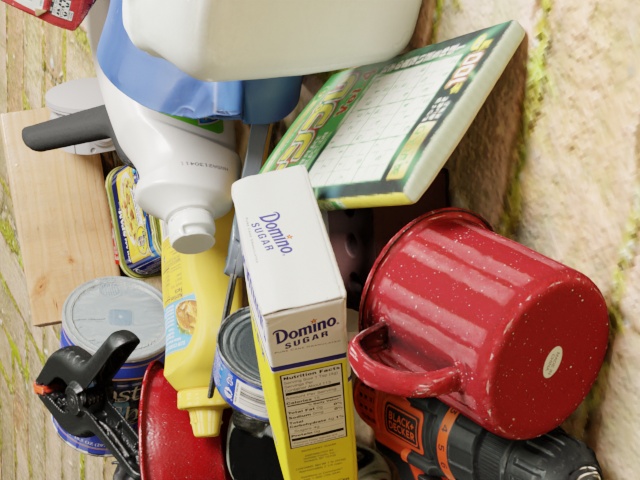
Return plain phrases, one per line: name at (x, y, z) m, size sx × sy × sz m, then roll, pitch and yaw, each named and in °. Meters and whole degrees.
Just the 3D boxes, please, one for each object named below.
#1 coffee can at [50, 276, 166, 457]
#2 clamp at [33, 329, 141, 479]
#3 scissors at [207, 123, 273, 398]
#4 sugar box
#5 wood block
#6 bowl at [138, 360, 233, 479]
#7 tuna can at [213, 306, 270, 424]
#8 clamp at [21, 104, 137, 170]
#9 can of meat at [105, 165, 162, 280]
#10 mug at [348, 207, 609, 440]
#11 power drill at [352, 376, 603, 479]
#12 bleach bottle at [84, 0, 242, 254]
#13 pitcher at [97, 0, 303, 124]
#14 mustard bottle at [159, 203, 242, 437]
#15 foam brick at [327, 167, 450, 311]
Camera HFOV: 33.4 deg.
coffee can at (-0.194, 0.118, 0.993) m, size 0.103 × 0.102 × 0.140 m, roll 56°, pitch 143°, yaw 38°
clamp at (-0.185, 0.137, 0.881) m, size 0.172 × 0.039 × 0.120 m, roll -13°, pitch 85°, yaw 54°
scissors at (-0.055, 0.001, 0.741) m, size 0.096 × 0.016 × 0.202 m, roll -82°, pitch 4°, yaw -68°
sugar box at (-0.012, 0.056, 0.562) m, size 0.176 × 0.048 × 0.093 m, roll 81°, pitch 174°, yaw -47°
wood block at (-0.255, -0.024, 1.061) m, size 0.091 × 0.090 × 0.206 m, roll 155°, pitch 105°, yaw -77°
bowl at (-0.097, 0.172, 0.841) m, size 0.162 × 0.055 × 0.162 m, roll -7°, pitch -90°, yaw -87°
tuna can at (-0.027, 0.080, 0.700) m, size 0.086 × 0.086 × 0.034 m, roll 50°, pitch 140°, yaw 43°
clamp at (-0.153, -0.104, 0.862) m, size 0.164 × 0.036 × 0.210 m, roll -51°, pitch 51°, yaw 3°
can of meat at (-0.135, -0.024, 0.898) m, size 0.084 × 0.057 × 0.102 m, roll -21°, pitch 79°, yaw 59°
mug at (0.068, 0.043, 0.491) m, size 0.082 × 0.117 × 0.093 m, roll 29°, pitch 126°, yaw 50°
power drill at (0.079, 0.165, 0.564) m, size 0.185 × 0.057 × 0.188 m, roll -161°, pitch 69°, yaw -63°
bleach bottle at (-0.115, -0.106, 0.756) m, size 0.068 × 0.102 × 0.251 m, roll 127°, pitch 138°, yaw -51°
pitcher at (-0.050, -0.204, 0.632) m, size 0.149 × 0.144 × 0.243 m, roll 32°, pitch 127°, yaw 17°
mustard bottle at (-0.088, 0.049, 0.796) m, size 0.096 × 0.058 × 0.191 m, roll 152°, pitch 118°, yaw -61°
foam brick at (0.038, -0.001, 0.595) m, size 0.053 × 0.051 × 0.078 m, roll 8°, pitch 105°, yaw 61°
